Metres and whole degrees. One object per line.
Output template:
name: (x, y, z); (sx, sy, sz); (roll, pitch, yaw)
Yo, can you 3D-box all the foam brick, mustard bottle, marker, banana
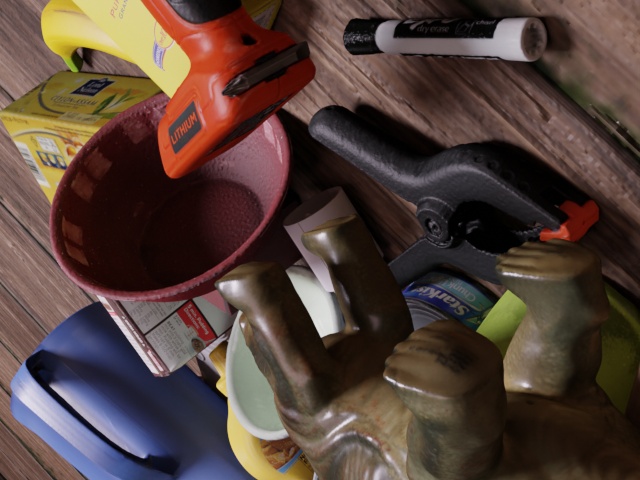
foam brick: (-0.055, 0.001, 0.723); (0.051, 0.078, 0.053); (30, 147, 36)
mustard bottle: (-0.014, 0.150, 0.815); (0.191, 0.096, 0.058); (47, 151, -5)
marker: (0.053, -0.096, 0.505); (0.121, 0.020, 0.020); (14, 136, 48)
banana: (-0.142, -0.140, 0.724); (0.069, 0.037, 0.198); (33, 170, -39)

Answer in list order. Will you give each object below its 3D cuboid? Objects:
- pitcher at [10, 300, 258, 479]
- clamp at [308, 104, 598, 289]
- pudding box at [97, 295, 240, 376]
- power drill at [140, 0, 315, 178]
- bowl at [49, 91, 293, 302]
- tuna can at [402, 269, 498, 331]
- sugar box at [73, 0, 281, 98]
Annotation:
pitcher: (-0.135, 0.168, 0.879); (0.243, 0.149, 0.145); (36, 141, 21)
clamp: (0.069, -0.008, 0.572); (0.172, 0.039, 0.120); (20, 142, 43)
pudding box: (-0.100, 0.033, 0.792); (0.090, 0.113, 0.039); (56, 155, -12)
power drill: (-0.094, -0.126, 0.517); (0.187, 0.057, 0.185); (56, 152, -4)
bowl: (-0.085, -0.019, 0.669); (0.162, 0.162, 0.055); (28, 160, 35)
tuna can: (0.081, 0.060, 0.646); (0.086, 0.033, 0.086); (36, 150, 25)
sugar box: (-0.107, -0.161, 0.618); (0.176, 0.048, 0.093); (42, 140, 8)
